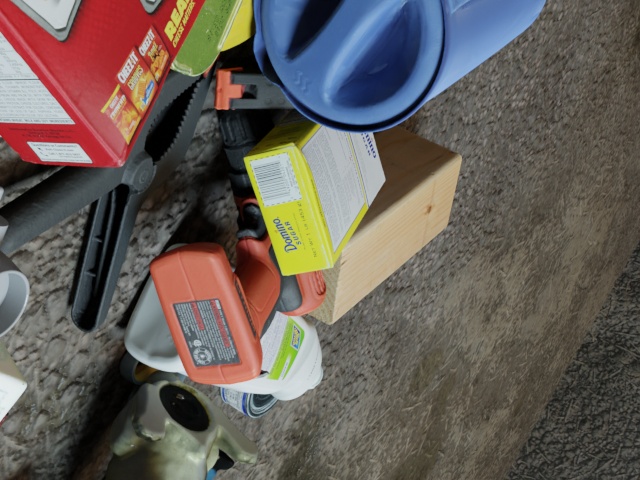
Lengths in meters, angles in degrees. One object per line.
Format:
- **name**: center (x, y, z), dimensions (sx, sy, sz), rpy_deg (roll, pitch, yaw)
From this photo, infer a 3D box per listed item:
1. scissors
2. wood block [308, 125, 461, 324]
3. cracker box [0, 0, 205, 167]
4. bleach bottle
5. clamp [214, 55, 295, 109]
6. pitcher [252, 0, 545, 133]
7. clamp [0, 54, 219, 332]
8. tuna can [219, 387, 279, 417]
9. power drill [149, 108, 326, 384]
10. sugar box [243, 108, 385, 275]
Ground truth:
- **scissors**: center (-0.106, 0.099, 0.932), dimensions (0.201, 0.016, 0.096), rpy_deg (-16, 129, -57)
- **wood block**: center (0.039, -0.021, 1.005), dimensions (0.205, 0.090, 0.091), rpy_deg (-36, 144, -44)
- **cracker box**: center (-0.129, -0.159, 0.452), dimensions (0.213, 0.072, 0.164), rpy_deg (57, 45, -47)
- **bleach bottle**: center (-0.062, 0.090, 0.909), dimensions (0.250, 0.068, 0.102), rpy_deg (43, 67, -58)
- **clamp**: center (-0.005, -0.118, 0.773), dimensions (0.171, 0.120, 0.039), rpy_deg (-31, 123, -54)
- **pitcher**: center (0.079, -0.169, 0.725), dimensions (0.242, 0.149, 0.145), rpy_deg (-35, 149, -53)
- **clamp**: center (-0.131, -0.041, 0.710), dimensions (0.209, 0.036, 0.164), rpy_deg (-57, 161, -21)
- **tuna can**: center (-0.058, 0.128, 1.038), dimensions (0.086, 0.034, 0.086), rpy_deg (-44, 151, -34)
- **power drill**: center (-0.055, 0.001, 0.768), dimensions (0.187, 0.057, 0.184), rpy_deg (-56, 132, -59)
- **sugar box**: center (0.001, -0.053, 0.798), dimensions (0.176, 0.048, 0.093), rpy_deg (-59, 135, -64)
